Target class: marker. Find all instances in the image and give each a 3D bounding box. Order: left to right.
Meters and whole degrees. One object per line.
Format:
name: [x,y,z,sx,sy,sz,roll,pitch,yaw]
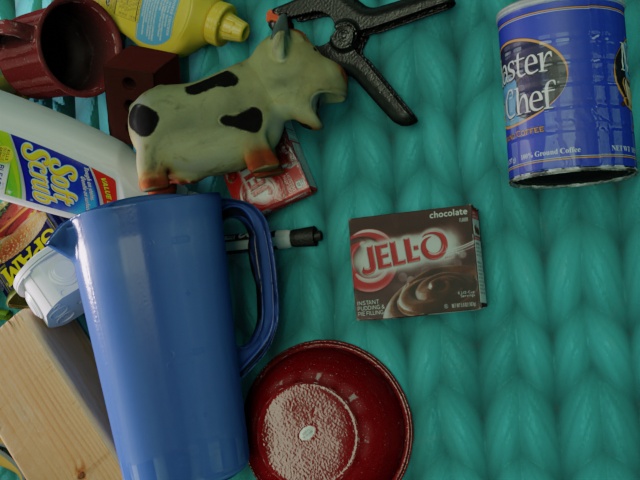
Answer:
marker: [-0.056,0.001,0.977,0.121,0.020,0.020,-5,85,17]

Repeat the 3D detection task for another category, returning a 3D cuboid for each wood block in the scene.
wood block: [-0.230,0.172,0.986,0.091,0.090,0.206,-39,76,11]

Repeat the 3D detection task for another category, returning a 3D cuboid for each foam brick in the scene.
foam brick: [-0.163,-0.133,0.987,0.053,0.051,0.078,12,123,18]

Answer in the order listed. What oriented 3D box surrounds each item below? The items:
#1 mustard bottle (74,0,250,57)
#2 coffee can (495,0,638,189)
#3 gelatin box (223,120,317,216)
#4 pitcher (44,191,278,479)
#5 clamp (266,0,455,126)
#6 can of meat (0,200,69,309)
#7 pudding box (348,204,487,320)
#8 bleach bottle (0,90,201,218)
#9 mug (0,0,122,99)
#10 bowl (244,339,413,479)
mustard bottle: [-0.152,-0.225,1.002,0.192,0.058,0.096,23,104,18]
coffee can: [0.198,-0.118,0.859,0.103,0.102,0.140,-5,85,17]
gelatin box: [-0.053,-0.070,0.975,0.073,0.030,0.089,-24,79,15]
pitcher: [-0.121,0.080,0.900,0.149,0.144,0.243,-9,92,23]
clamp: [0.029,-0.169,0.951,0.172,0.039,0.120,10,85,24]
can of meat: [-0.277,0.002,1.030,0.102,0.057,0.084,-41,73,11]
pudding box: [0.083,0.020,0.920,0.114,0.039,0.090,-7,84,17]
bleach bottle: [-0.224,-0.069,0.973,0.250,0.068,0.103,16,123,-7]
mug: [-0.253,-0.176,0.981,0.082,0.117,0.093,-1,82,43]
bowl: [-0.003,0.168,0.930,0.162,0.055,0.162,-1,85,18]
